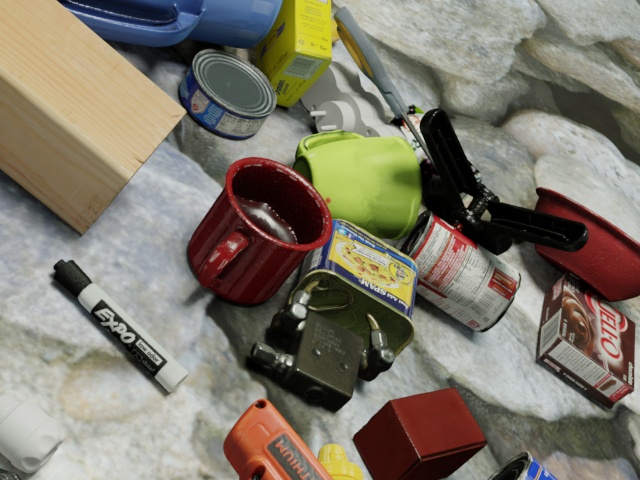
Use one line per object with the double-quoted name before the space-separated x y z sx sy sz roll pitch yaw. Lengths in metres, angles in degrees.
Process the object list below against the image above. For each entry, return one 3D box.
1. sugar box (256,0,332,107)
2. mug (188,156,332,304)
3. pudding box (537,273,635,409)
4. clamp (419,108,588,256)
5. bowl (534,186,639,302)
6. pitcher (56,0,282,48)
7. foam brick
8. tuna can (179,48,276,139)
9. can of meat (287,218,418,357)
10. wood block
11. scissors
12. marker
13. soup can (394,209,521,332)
"sugar box" -0.028 -0.229 1.036 0.048 0.093 0.176 9 63 -27
"mug" -0.055 0.001 0.820 0.093 0.082 0.117 41 36 2
"pudding box" 0.256 0.094 1.023 0.090 0.039 0.113 34 36 -6
"clamp" 0.145 -0.024 0.934 0.164 0.210 0.036 39 76 10
"bowl" 0.269 0.014 1.071 0.162 0.055 0.162 36 1 -1
"pitcher" -0.154 -0.239 0.940 0.242 0.149 0.145 9 3 -30
"foam brick" 0.074 0.149 0.799 0.078 0.053 0.051 -2 53 -43
"tuna can" -0.085 -0.134 0.978 0.086 0.034 0.086 23 39 -21
"can of meat" 0.030 0.038 0.876 0.102 0.058 0.084 31 35 -11
"wood block" -0.214 -0.115 0.773 0.206 0.090 0.090 41 46 -9
"scissors" 0.067 -0.140 1.038 0.201 0.016 0.096 57 1 -20
"marker" -0.140 0.057 0.741 0.121 0.020 0.020 43 37 6
"soup can" 0.119 0.028 0.951 0.102 0.069 0.068 33 37 -9
